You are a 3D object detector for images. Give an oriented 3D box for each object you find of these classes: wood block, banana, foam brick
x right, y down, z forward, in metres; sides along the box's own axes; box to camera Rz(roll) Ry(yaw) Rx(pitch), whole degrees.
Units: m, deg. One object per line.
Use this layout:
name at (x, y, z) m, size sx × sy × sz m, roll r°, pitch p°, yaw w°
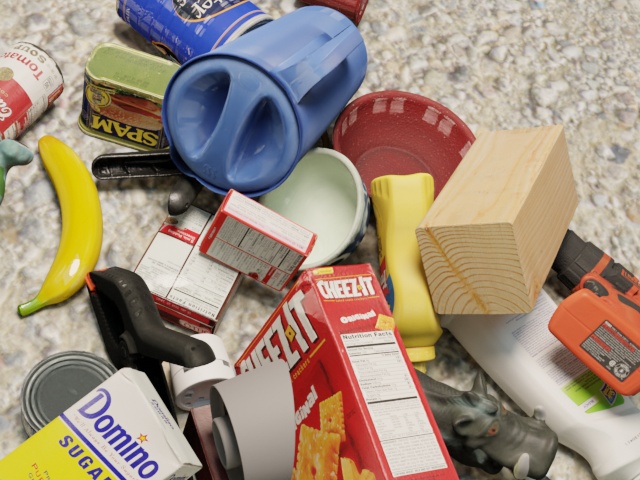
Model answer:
wood block at (0.169, -0.023, 0.989) m, size 0.090 × 0.091 × 0.205 m, roll -3°, pitch 27°, yaw 28°
banana at (-0.236, -0.020, 0.990) m, size 0.069 × 0.037 × 0.198 m, roll 6°, pitch 55°, yaw -12°
foam brick at (-0.077, 0.178, 0.887) m, size 0.051 × 0.053 × 0.078 m, roll -10°, pitch 60°, yaw -22°

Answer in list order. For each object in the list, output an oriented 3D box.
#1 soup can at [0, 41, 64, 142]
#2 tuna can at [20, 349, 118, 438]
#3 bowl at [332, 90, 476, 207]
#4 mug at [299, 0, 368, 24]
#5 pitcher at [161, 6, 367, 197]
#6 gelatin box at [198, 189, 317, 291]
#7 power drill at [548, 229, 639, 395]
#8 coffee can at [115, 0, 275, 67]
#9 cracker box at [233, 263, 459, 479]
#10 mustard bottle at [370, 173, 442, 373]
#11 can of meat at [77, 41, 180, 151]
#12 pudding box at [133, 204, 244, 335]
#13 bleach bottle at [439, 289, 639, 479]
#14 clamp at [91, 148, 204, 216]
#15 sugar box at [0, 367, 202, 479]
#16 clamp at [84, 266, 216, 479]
soup can at (-0.305, -0.138, 1.034) m, size 0.068 × 0.069 × 0.102 m, roll 30°, pitch 53°, yaw 6°
tuna can at (-0.207, 0.137, 0.891) m, size 0.086 × 0.034 × 0.086 m, roll 7°, pitch 55°, yaw -11°
bowl at (0.085, -0.079, 1.108) m, size 0.162 × 0.055 × 0.162 m, roll 7°, pitch 55°, yaw -11°
mug at (0.019, -0.307, 1.216) m, size 0.081 × 0.117 × 0.093 m, roll 19°, pitch 80°, yaw 3°
pitcher at (-0.031, -0.149, 1.014) m, size 0.149 × 0.145 × 0.242 m, roll 14°, pitch 30°, yaw 15°
gelatin box at (-0.056, 0.001, 0.956) m, size 0.089 × 0.073 × 0.030 m, roll 27°, pitch 54°, yaw -7°
power drill at (0.263, 0.058, 1.009) m, size 0.184 × 0.057 × 0.187 m, roll 39°, pitch 23°, yaw 4°
coffee can at (-0.130, -0.233, 1.126) m, size 0.140 × 0.103 × 0.102 m, roll 40°, pitch 55°, yaw 13°
cracker box at (0.013, 0.151, 0.857) m, size 0.071 × 0.164 × 0.214 m, roll -2°, pitch 56°, yaw -32°
mustard bottle at (0.081, 0.036, 0.990) m, size 0.058 × 0.096 × 0.191 m, roll -4°, pitch 90°, yaw -3°
can of meat at (-0.186, -0.141, 1.059) m, size 0.102 × 0.084 × 0.057 m, roll 17°, pitch 53°, yaw -4°
pudding box at (-0.118, 0.025, 0.992) m, size 0.090 × 0.039 × 0.113 m, roll 25°, pitch 55°, yaw 1°
bleach bottle at (0.220, 0.136, 0.995) m, size 0.102 × 0.068 × 0.251 m, roll -26°, pitch 69°, yaw -31°
clamp at (-0.120, -0.069, 1.030) m, size 0.171 × 0.039 × 0.120 m, roll -21°, pitch 43°, yaw -36°
sugar box at (-0.187, 0.184, 0.805) m, size 0.176 × 0.048 × 0.093 m, roll -39°, pitch 69°, yaw 4°
clamp at (-0.143, 0.085, 0.883) m, size 0.036 × 0.165 × 0.210 m, roll -11°, pitch 50°, yaw -30°
